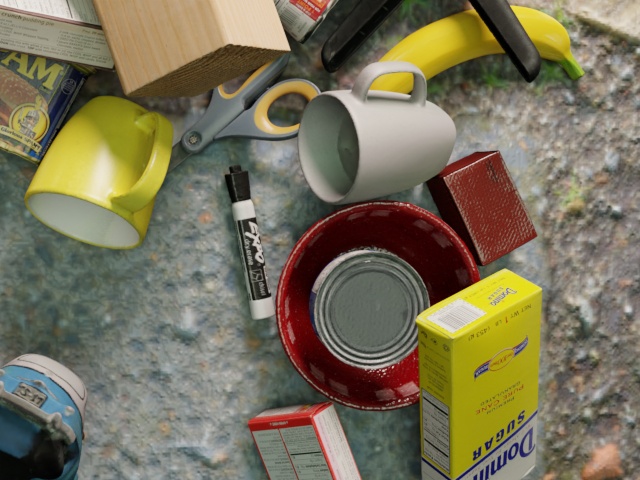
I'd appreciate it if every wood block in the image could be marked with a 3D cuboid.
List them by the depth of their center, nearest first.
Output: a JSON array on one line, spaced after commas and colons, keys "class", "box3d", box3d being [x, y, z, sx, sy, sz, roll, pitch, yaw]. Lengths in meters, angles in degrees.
[{"class": "wood block", "box3d": [-0.109, -0.210, 0.726, 0.090, 0.090, 0.206, -20, 88, 27]}]

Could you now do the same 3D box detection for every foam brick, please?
[{"class": "foam brick", "box3d": [0.127, -0.026, 0.846, 0.053, 0.051, 0.078, -26, 97, -9]}]

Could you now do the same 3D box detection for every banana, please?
[{"class": "banana", "box3d": [0.117, -0.147, 0.845, 0.197, 0.037, 0.069, -11, 95, -9]}]

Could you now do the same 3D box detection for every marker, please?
[{"class": "marker", "box3d": [-0.055, 0.001, 0.832, 0.020, 0.020, 0.121, -11, 94, -9]}]

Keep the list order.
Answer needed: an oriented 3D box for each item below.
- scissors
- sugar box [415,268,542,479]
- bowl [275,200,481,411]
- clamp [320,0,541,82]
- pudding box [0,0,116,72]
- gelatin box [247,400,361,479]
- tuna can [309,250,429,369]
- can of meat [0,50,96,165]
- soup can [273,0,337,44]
[{"class": "scissors", "box3d": [-0.077, -0.071, 0.819, 0.096, 0.016, 0.202, 35, 87, 7]}, {"class": "sugar box", "box3d": [0.121, 0.119, 0.806, 0.093, 0.048, 0.176, -24, 123, -28]}, {"class": "bowl", "box3d": [0.042, 0.049, 0.832, 0.162, 0.055, 0.162, 0, 93, -10]}, {"class": "clamp", "box3d": [0.082, -0.217, 0.820, 0.164, 0.036, 0.210, -2, 77, 9]}, {"class": "pudding box", "box3d": [-0.198, -0.167, 0.745, 0.113, 0.090, 0.039, 4, 135, -34]}, {"class": "gelatin box", "box3d": [-0.009, 0.171, 0.821, 0.030, 0.073, 0.089, -27, 98, -45]}, {"class": "tuna can", "box3d": [0.035, 0.050, 0.785, 0.086, 0.034, 0.086, 0, 93, -9]}, {"class": "can of meat", "box3d": [-0.229, -0.113, 0.779, 0.102, 0.057, 0.084, 29, 91, -9]}, {"class": "soup can", "box3d": [-0.035, -0.204, 0.801, 0.102, 0.068, 0.068, 36, 86, -10]}]
